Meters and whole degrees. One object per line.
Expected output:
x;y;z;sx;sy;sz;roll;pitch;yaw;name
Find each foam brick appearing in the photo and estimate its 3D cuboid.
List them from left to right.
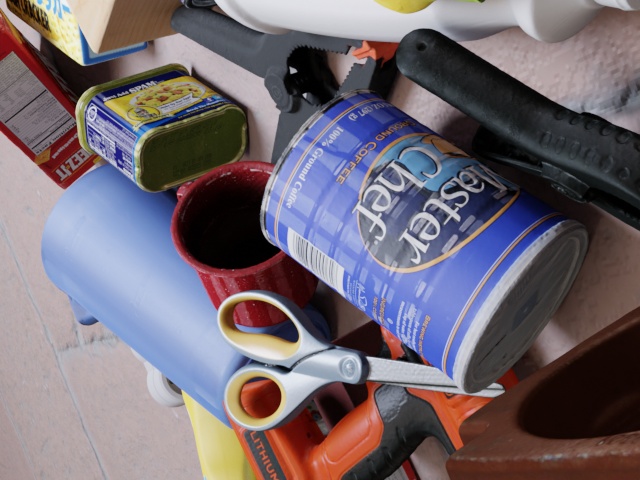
0.028;0.103;0.743;0.078;0.052;0.051;64;150;6;foam brick

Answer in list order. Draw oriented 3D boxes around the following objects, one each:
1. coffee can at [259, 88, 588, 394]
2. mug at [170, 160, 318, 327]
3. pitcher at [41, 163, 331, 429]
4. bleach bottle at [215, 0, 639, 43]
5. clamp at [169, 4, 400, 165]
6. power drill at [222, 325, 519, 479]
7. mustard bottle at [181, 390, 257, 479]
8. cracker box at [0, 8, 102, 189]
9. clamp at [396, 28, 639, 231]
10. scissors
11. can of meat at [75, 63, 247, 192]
0.053;-0.002;0.562;0.140;0.102;0.103;37;139;25;coffee can
-0.055;0.001;0.731;0.117;0.093;0.081;33;158;29;mug
-0.102;0.034;0.845;0.243;0.144;0.149;35;149;37;pitcher
0.049;-0.135;0.518;0.251;0.068;0.102;25;94;47;bleach bottle
-0.013;-0.092;0.693;0.210;0.036;0.164;-1;118;55;clamp
0.025;0.084;0.664;0.188;0.057;0.184;-38;70;31;power drill
-0.071;0.203;0.897;0.096;0.058;0.191;83;173;-65;mustard bottle
-0.292;-0.164;0.966;0.164;0.072;0.213;50;177;28;cracker box
0.111;-0.043;0.482;0.172;0.120;0.039;29;94;41;clamp
0.010;0.090;0.631;0.202;0.016;0.096;23;104;35;scissors
-0.117;-0.084;0.801;0.084;0.101;0.057;35;136;39;can of meat
